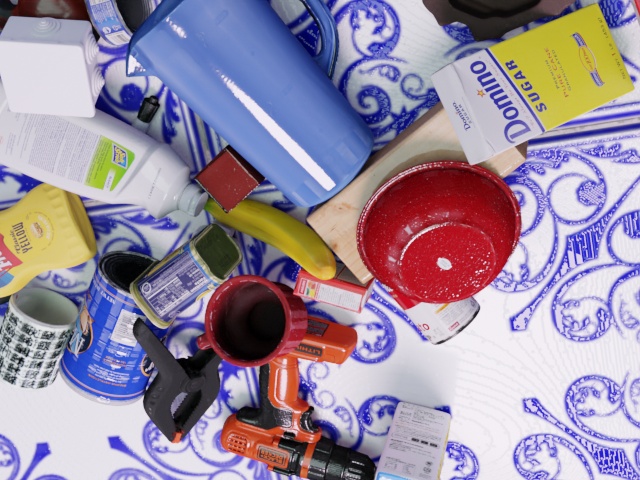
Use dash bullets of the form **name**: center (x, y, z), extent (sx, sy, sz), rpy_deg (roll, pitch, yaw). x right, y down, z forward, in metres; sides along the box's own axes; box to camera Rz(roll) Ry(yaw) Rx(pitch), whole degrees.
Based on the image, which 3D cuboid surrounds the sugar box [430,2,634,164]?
- **sugar box**: center (0.197, -0.145, 0.981), extent (0.176, 0.048, 0.093), rpy_deg (-26, 92, -24)

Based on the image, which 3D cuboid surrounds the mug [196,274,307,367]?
- **mug**: center (-0.072, 0.087, 1.104), extent (0.117, 0.081, 0.093), rpy_deg (-26, 80, 14)

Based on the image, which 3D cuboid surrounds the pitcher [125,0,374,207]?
- **pitcher**: center (-0.054, -0.157, 1.035), extent (0.149, 0.145, 0.242), rpy_deg (-28, 116, 39)

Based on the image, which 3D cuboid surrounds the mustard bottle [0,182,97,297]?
- **mustard bottle**: center (-0.351, 0.010, 1.187), extent (0.192, 0.058, 0.096), rpy_deg (-23, 87, 9)

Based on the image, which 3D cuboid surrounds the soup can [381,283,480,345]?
- **soup can**: center (0.111, 0.050, 1.114), extent (0.069, 0.068, 0.102), rpy_deg (-37, 98, 21)

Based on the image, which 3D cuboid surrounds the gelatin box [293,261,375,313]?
- **gelatin box**: center (0.016, 0.046, 1.121), extent (0.073, 0.089, 0.030), rpy_deg (16, 101, 7)

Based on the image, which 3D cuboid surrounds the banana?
- **banana**: center (-0.049, -0.005, 1.111), extent (0.198, 0.069, 0.037), rpy_deg (24, 122, 32)

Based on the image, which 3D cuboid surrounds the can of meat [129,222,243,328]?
- **can of meat**: center (-0.133, 0.032, 1.080), extent (0.084, 0.102, 0.057), rpy_deg (-36, 97, 18)

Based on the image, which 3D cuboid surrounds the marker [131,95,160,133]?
- **marker**: center (-0.205, -0.104, 1.155), extent (0.020, 0.020, 0.121), rpy_deg (31, 112, 0)

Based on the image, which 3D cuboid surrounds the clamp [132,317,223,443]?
- **clamp**: center (-0.155, 0.146, 1.181), extent (0.036, 0.164, 0.210), rpy_deg (48, 127, 36)

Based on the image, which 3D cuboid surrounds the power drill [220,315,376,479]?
- **power drill**: center (-0.013, 0.181, 1.191), extent (0.184, 0.057, 0.188), rpy_deg (14, 111, 7)

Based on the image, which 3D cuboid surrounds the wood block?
- **wood block**: center (0.098, -0.061, 1.066), extent (0.206, 0.090, 0.090), rpy_deg (-39, 97, 21)

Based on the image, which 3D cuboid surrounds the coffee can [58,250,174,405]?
- **coffee can**: center (-0.220, 0.097, 1.183), extent (0.103, 0.102, 0.140), rpy_deg (26, 112, 2)

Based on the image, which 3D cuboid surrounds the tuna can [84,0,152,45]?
- **tuna can**: center (-0.203, -0.240, 1.072), extent (0.034, 0.086, 0.086), rpy_deg (-11, 106, 17)

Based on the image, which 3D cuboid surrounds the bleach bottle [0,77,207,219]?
- **bleach bottle**: center (-0.237, -0.083, 1.127), extent (0.251, 0.068, 0.103), rpy_deg (26, 110, 10)

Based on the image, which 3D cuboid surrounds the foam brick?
- **foam brick**: center (-0.087, -0.072, 1.109), extent (0.053, 0.078, 0.051), rpy_deg (-41, 97, 23)

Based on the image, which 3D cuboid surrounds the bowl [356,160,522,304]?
- **bowl**: center (0.116, 0.006, 1.012), extent (0.162, 0.055, 0.162), rpy_deg (-1, 125, -2)
